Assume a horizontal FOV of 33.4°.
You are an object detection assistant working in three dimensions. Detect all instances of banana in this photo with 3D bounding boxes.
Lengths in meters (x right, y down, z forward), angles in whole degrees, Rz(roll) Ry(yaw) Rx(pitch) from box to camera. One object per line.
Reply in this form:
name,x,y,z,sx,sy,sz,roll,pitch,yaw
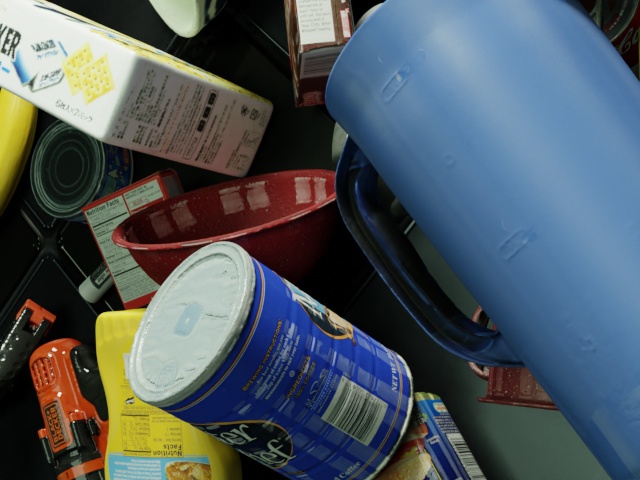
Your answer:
banana,-0.286,-0.064,0.922,0.070,0.037,0.198,39,106,28

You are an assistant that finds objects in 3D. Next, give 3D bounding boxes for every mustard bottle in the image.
mustard bottle,-0.098,0.140,0.706,0.096,0.058,0.191,-4,89,24

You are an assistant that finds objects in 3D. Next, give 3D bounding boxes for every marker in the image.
marker,-0.146,0.004,0.837,0.121,0.020,0.020,-44,64,21

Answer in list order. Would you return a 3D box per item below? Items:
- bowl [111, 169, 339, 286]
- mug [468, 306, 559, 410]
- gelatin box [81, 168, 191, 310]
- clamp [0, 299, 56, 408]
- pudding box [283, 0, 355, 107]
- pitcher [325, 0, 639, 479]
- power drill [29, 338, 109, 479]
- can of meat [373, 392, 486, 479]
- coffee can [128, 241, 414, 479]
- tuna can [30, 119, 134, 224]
bowl,-0.055,0.001,0.716,0.162,0.161,0.055,-2,109,32
mug,0.133,0.057,0.620,0.117,0.093,0.081,-4,77,53
gelatin box,-0.128,0.000,0.802,0.073,0.030,0.089,-22,93,23
clamp,-0.274,0.128,0.863,0.172,0.039,0.120,-54,20,15
pudding box,-0.003,-0.148,0.711,0.039,0.113,0.090,-6,80,-6
pitcher,0.111,-0.005,0.504,0.145,0.149,0.243,-29,71,-8
power drill,-0.128,0.134,0.790,0.188,0.057,0.184,-30,73,25
can of meat,0.052,0.156,0.674,0.102,0.057,0.084,-39,63,22
coffee can,-0.028,0.079,0.637,0.103,0.140,0.103,-34,37,30
tuna can,-0.194,-0.057,0.865,0.086,0.033,0.086,-4,83,32
